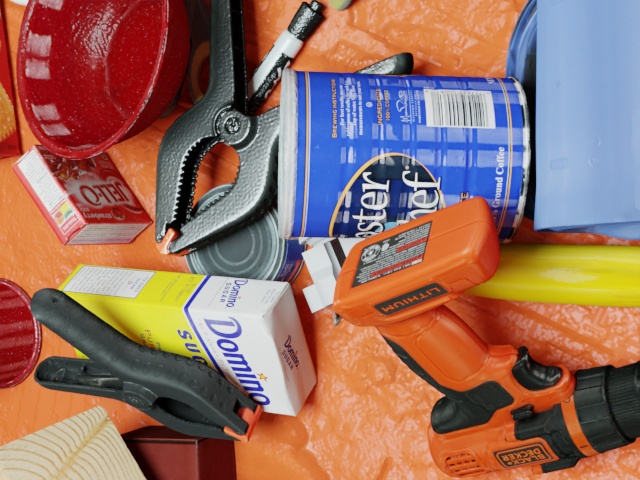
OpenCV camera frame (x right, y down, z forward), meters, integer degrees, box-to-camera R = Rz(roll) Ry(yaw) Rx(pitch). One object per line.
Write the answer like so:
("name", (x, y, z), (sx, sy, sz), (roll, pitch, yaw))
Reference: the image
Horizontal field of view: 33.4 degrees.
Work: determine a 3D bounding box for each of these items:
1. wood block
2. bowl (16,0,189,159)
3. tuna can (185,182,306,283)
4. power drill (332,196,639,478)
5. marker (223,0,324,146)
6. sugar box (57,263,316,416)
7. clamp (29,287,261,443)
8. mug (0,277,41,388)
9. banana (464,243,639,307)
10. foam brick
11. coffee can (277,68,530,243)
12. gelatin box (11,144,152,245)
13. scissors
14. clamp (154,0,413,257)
("wood block", (-0.214, 0.216, 0.779), (0.090, 0.090, 0.206), (56, 133, 14))
("bowl", (-0.141, -0.132, 0.735), (0.162, 0.055, 0.162), (-6, 81, 40))
("tuna can", (-0.055, 0.001, 0.765), (0.086, 0.033, 0.086), (1, 92, 25))
("power drill", (0.110, 0.063, 0.622), (0.185, 0.057, 0.187), (-22, 121, 31))
("marker", (-0.036, -0.120, 0.760), (0.020, 0.020, 0.121), (44, 108, 18))
("sugar box", (-0.097, 0.070, 0.760), (0.176, 0.048, 0.093), (5, 128, 28))
("clamp", (-0.124, 0.088, 0.725), (0.171, 0.120, 0.039), (15, 60, 7))
("mug", (-0.295, 0.074, 0.854), (0.117, 0.081, 0.093), (20, 100, 23))
("banana", (0.153, 0.018, 0.649), (0.198, 0.069, 0.037), (0, 76, 33))
("foam brick", (-0.108, 0.166, 0.785), (0.078, 0.052, 0.051), (-4, 90, 26))
("coffee can", (0.046, -0.051, 0.648), (0.140, 0.103, 0.103), (1, 92, -4))
("gelatin box", (-0.174, -0.033, 0.789), (0.030, 0.089, 0.073), (-41, 75, 19))
("scissors", (-0.081, -0.179, 0.782), (0.096, 0.016, 0.202), (26, 102, 21))
("clamp", (-0.043, -0.076, 0.725), (0.165, 0.036, 0.210), (27, 94, 20))
